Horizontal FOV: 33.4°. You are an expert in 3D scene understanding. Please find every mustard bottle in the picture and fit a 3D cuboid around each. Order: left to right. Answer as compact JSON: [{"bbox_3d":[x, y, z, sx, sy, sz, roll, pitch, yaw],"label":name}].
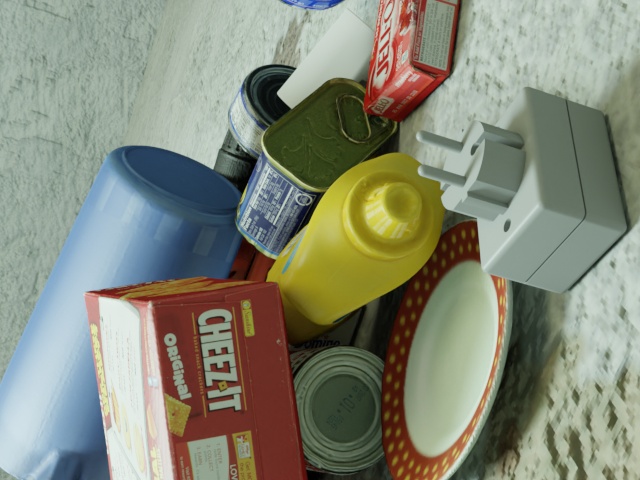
[{"bbox_3d":[0.019,0.002,0.551,0.096,0.058,0.192,-46,-1,-15],"label":"mustard bottle"}]

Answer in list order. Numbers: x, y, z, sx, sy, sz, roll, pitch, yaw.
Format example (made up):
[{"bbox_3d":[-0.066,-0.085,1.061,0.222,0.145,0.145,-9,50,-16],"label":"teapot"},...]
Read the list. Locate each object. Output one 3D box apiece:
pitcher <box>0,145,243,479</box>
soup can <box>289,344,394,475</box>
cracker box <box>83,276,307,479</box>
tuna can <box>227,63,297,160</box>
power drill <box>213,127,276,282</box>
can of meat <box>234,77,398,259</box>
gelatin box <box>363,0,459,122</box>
[{"bbox_3d":[-0.145,0.054,0.780,0.149,0.144,0.243,39,112,32],"label":"pitcher"},{"bbox_3d":[-0.003,0.094,0.595,0.102,0.068,0.068,157,127,-70],"label":"soup can"},{"bbox_3d":[-0.072,0.105,0.584,0.214,0.072,0.164,175,87,-71],"label":"cracker box"},{"bbox_3d":[-0.025,-0.094,0.814,0.034,0.086,0.086,123,157,-43],"label":"tuna can"},{"bbox_3d":[-0.055,0.001,0.830,0.188,0.057,0.184,34,107,64],"label":"power drill"},{"bbox_3d":[-0.005,-0.046,0.701,0.102,0.057,0.084,-44,-11,-39],"label":"can of meat"},{"bbox_3d":[0.057,-0.129,0.667,0.073,0.030,0.089,142,141,-65],"label":"gelatin box"}]
